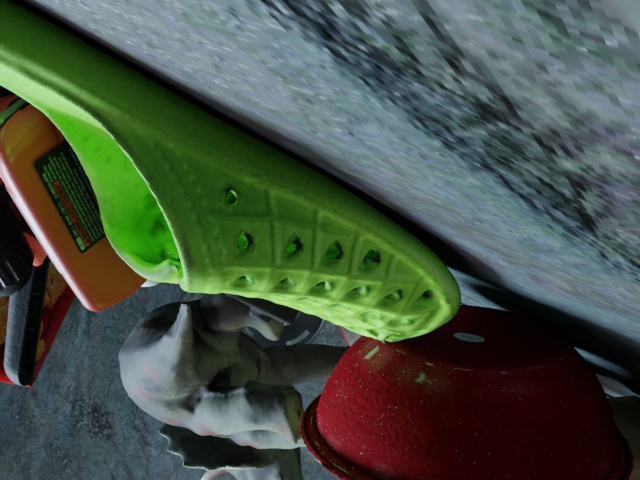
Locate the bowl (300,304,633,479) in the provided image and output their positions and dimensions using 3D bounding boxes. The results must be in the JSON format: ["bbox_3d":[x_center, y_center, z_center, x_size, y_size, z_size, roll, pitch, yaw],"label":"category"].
[{"bbox_3d":[0.072,0.071,0.517,0.162,0.055,0.162,2,-165,-1],"label":"bowl"}]

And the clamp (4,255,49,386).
[{"bbox_3d":[-0.206,-0.009,0.787,0.210,0.164,0.036,52,180,10],"label":"clamp"}]

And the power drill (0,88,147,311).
[{"bbox_3d":[-0.162,-0.026,0.542,0.188,0.057,0.184,17,141,41],"label":"power drill"}]
